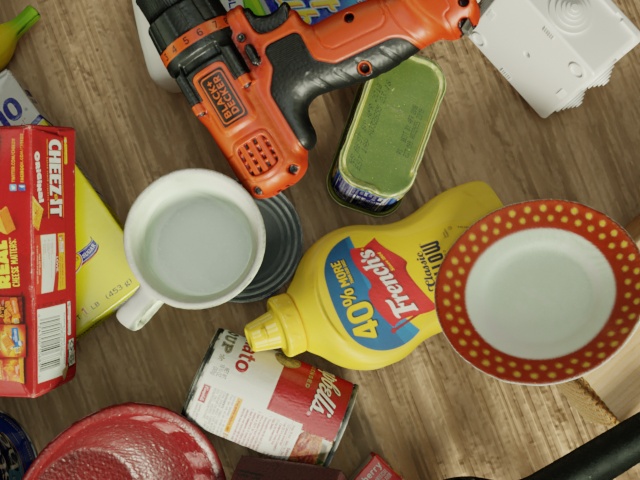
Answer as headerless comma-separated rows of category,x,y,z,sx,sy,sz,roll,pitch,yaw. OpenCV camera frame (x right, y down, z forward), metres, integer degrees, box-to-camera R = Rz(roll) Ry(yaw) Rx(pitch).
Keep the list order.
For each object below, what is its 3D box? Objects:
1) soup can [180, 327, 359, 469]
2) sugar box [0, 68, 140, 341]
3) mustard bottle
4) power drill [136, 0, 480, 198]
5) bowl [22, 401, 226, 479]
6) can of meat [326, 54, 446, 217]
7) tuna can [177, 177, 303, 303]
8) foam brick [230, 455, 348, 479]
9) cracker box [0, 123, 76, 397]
soup can,-0.034,0.108,0.712,0.102,0.068,0.068,23,84,0
sugar box,-0.197,-0.019,0.728,0.093,0.048,0.176,-37,88,-4
mustard bottle,0.041,0.033,0.711,0.191,0.058,0.096,-19,82,-14
power drill,-0.012,-0.145,0.655,0.188,0.057,0.184,-30,91,13
bowl,-0.137,0.180,0.675,0.161,0.055,0.162,-1,91,-42
can of meat,0.044,-0.072,0.724,0.057,0.084,0.102,19,84,-1
tuna can,-0.055,0.001,0.738,0.086,0.034,0.086,0,85,-2
foam brick,-0.019,0.177,0.688,0.078,0.051,0.053,3,52,29
cracker box,-0.263,0.009,0.678,0.214,0.072,0.164,0,94,14
